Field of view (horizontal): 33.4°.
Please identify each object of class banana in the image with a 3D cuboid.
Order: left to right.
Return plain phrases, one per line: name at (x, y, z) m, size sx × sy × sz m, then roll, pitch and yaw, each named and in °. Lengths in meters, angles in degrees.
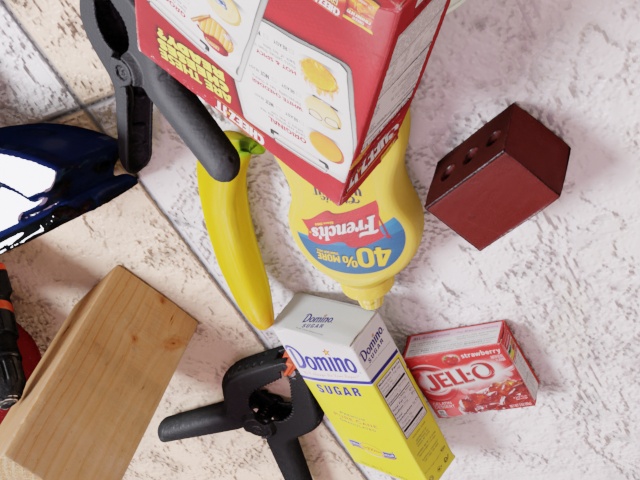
banana at (-0.063, -0.014, 0.790) m, size 0.037 × 0.070 × 0.198 m, roll -21°, pitch 140°, yaw -16°

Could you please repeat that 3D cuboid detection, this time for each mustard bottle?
mustard bottle at (0.022, -0.025, 0.746) m, size 0.096 × 0.058 × 0.191 m, roll 2°, pitch 132°, yaw 17°

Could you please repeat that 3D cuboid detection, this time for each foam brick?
foam brick at (0.116, -0.041, 0.699) m, size 0.051 × 0.053 × 0.078 m, roll 38°, pitch 133°, yaw -15°

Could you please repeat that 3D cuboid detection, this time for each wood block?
wood block at (-0.192, 0.132, 0.872) m, size 0.090 × 0.206 × 0.091 m, roll 38°, pitch 133°, yaw -15°

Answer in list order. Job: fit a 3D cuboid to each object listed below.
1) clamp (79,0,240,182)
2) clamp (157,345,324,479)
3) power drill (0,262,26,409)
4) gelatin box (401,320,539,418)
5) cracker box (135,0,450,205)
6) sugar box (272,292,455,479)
clamp at (-0.110, -0.111, 0.706) m, size 0.120 × 0.039 × 0.171 m, roll 12°, pitch 130°, yaw 35°
clamp at (-0.044, 0.165, 0.965) m, size 0.164 × 0.036 × 0.210 m, roll 30°, pitch 135°, yaw -7°
power drill at (-0.316, 0.090, 0.912) m, size 0.057 × 0.184 × 0.188 m, roll 2°, pitch 145°, yaw -42°
gelatin box at (0.119, 0.104, 0.849) m, size 0.089 × 0.030 × 0.073 m, roll -13°, pitch 125°, yaw 30°
cracker box at (-0.020, -0.130, 0.562) m, size 0.164 × 0.072 × 0.214 m, roll 39°, pitch 160°, yaw 9°
sugar box at (0.036, 0.124, 0.871) m, size 0.094 × 0.048 × 0.176 m, roll 9°, pitch 141°, yaw 45°
